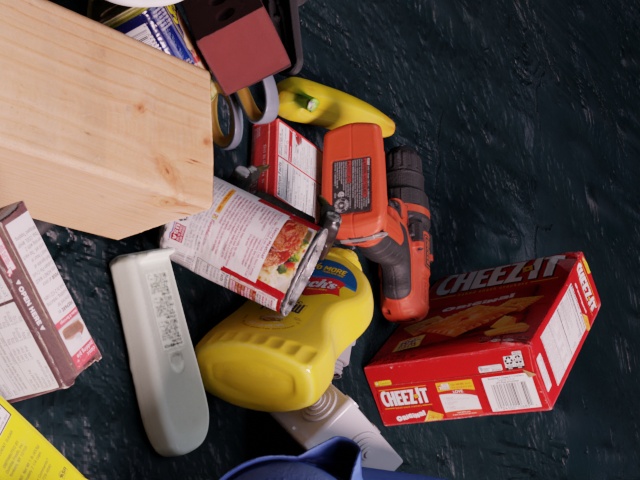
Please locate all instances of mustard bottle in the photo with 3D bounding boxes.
[{"bbox_3d":[-0.012,0.056,0.816,0.191,0.096,0.058,-48,137,-55],"label":"mustard bottle"}]

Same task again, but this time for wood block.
[{"bbox_3d":[-0.163,-0.072,0.575,0.205,0.091,0.090,17,64,-47],"label":"wood block"}]

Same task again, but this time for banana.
[{"bbox_3d":[0.003,-0.116,0.951,0.037,0.070,0.197,-61,159,14],"label":"banana"}]

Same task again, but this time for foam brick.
[{"bbox_3d":[-0.062,-0.150,0.750,0.051,0.053,0.078,63,2,-43],"label":"foam brick"}]

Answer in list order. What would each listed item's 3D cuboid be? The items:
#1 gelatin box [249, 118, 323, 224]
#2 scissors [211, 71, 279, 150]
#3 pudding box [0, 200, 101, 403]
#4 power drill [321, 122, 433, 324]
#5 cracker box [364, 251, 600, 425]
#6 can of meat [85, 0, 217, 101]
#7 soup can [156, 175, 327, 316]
[{"bbox_3d":[-0.025,-0.052,0.906,0.089,0.030,0.073,32,53,-50],"label":"gelatin box"},{"bbox_3d":[-0.091,-0.155,0.839,0.016,0.096,0.202,-7,52,-39],"label":"scissors"},{"bbox_3d":[-0.179,0.040,0.534,0.090,0.114,0.039,66,28,-16],"label":"pudding box"},{"bbox_3d":[0.059,-0.034,0.977,0.187,0.057,0.184,45,40,-59],"label":"power drill"},{"bbox_3d":[0.159,0.090,1.018,0.213,0.164,0.072,-42,115,-56],"label":"cracker box"},{"bbox_3d":[-0.116,-0.135,0.740,0.084,0.057,0.102,61,4,-28],"label":"can of meat"},{"bbox_3d":[-0.055,0.001,0.750,0.068,0.102,0.068,-63,173,-14],"label":"soup can"}]
